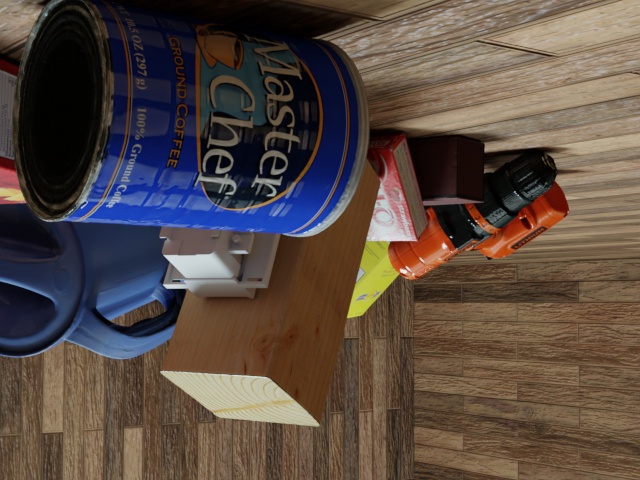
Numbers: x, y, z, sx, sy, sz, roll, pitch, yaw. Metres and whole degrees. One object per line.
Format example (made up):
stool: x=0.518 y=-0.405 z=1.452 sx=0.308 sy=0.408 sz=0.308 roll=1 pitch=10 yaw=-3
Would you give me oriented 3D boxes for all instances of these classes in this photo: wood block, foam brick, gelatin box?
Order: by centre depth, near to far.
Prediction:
wood block: x=-0.030 y=0.022 z=0.789 sx=0.091 sy=0.206 sz=0.090 roll=0 pitch=150 yaw=28
gelatin box: x=0.042 y=-0.042 z=0.874 sx=0.073 sy=0.089 sz=0.030 roll=0 pitch=-148 yaw=31
foam brick: x=0.094 y=-0.057 z=0.902 sx=0.078 sy=0.051 sz=0.052 roll=-2 pitch=177 yaw=34

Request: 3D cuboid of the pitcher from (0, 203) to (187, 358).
pitcher: x=-0.178 y=0.013 z=0.872 sx=0.145 sy=0.149 sz=0.242 roll=-9 pitch=-177 yaw=22

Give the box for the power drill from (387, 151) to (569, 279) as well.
power drill: x=0.174 y=-0.029 z=1.040 sx=0.185 sy=0.057 sz=0.187 roll=-34 pitch=165 yaw=30

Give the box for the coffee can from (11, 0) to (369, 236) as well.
coffee can: x=-0.062 y=-0.056 z=0.513 sx=0.140 sy=0.103 sz=0.103 roll=3 pitch=176 yaw=-37
